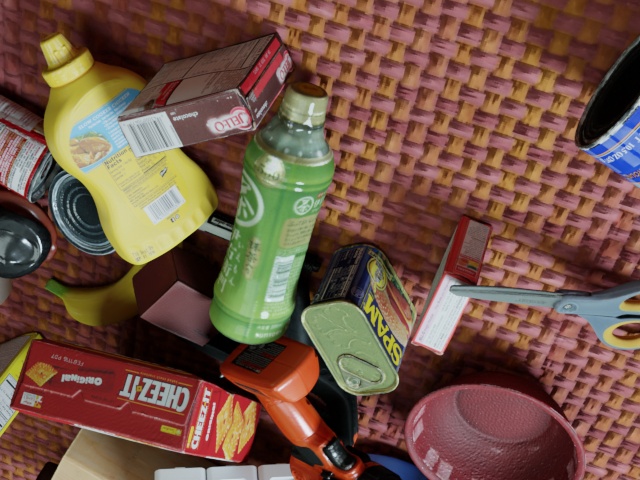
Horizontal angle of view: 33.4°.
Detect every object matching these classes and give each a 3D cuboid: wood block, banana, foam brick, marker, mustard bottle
[{"bbox_3d":[-0.180,0.275,1.157,0.206,0.090,0.091,30,132,-4],"label":"wood block"},{"bbox_3d":[-0.184,0.038,0.999,0.198,0.037,0.069,-26,114,35],"label":"banana"},{"bbox_3d":[-0.119,0.048,0.944,0.053,0.051,0.078,-41,133,19],"label":"foam brick"},{"bbox_3d":[-0.056,0.001,0.929,0.121,0.020,0.020,23,132,3],"label":"marker"},{"bbox_3d":[-0.165,-0.081,0.857,0.058,0.096,0.191,23,147,57],"label":"mustard bottle"}]

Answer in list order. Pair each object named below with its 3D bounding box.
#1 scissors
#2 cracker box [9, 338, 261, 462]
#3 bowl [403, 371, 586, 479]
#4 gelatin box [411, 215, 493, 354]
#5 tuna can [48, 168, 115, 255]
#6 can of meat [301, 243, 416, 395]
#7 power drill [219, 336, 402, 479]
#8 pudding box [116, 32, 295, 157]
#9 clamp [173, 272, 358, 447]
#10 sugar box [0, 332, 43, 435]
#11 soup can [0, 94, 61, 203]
[{"bbox_3d":[0.196,0.059,0.834,0.201,0.016,0.096,-3,141,-3],"label":"scissors"},{"bbox_3d":[-0.161,0.152,0.991,0.164,0.072,0.213,11,168,13],"label":"cracker box"},{"bbox_3d":[0.159,0.169,0.958,0.162,0.055,0.162,11,131,13],"label":"bowl"},{"bbox_3d":[0.106,0.037,0.857,0.030,0.073,0.089,22,132,4],"label":"gelatin box"},{"bbox_3d":[-0.196,-0.031,0.936,0.086,0.033,0.086,12,119,22],"label":"tuna can"},{"bbox_3d":[0.036,0.065,0.902,0.058,0.083,0.102,-13,122,29],"label":"can of meat"},{"bbox_3d":[0.003,0.170,0.927,0.185,0.057,0.187,9,135,54],"label":"power drill"},{"bbox_3d":[-0.085,-0.109,0.803,0.114,0.090,0.039,-8,123,28],"label":"pudding box"},{"bbox_3d":[-0.023,0.119,1.000,0.165,0.036,0.210,-29,112,39],"label":"clamp"},{"bbox_3d":[-0.346,0.172,1.079,0.093,0.176,0.048,-20,118,33],"label":"sugar box"},{"bbox_3d":[-0.274,-0.086,0.912,0.102,0.068,0.069,29,132,-2],"label":"soup can"}]
